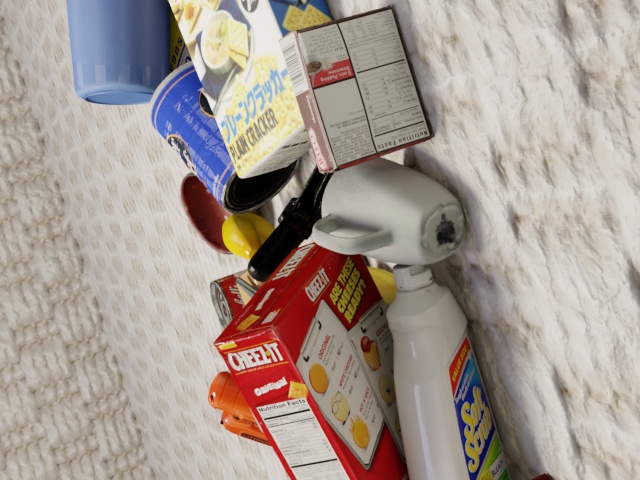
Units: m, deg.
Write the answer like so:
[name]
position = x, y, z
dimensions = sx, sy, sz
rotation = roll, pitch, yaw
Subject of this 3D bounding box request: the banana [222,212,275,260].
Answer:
[banana]
position = -0.074, -0.006, 1.161
dimensions = 0.197, 0.070, 0.037
rotation = -9, -58, -80

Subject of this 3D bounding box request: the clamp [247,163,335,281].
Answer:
[clamp]
position = -0.014, -0.031, 1.040
dimensions = 0.036, 0.164, 0.210
rotation = 34, 178, 1

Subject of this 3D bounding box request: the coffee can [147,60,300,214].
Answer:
[coffee can]
position = -0.103, -0.112, 1.138
dimensions = 0.140, 0.102, 0.103
rotation = 48, 153, 24

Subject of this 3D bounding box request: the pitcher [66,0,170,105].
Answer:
[pitcher]
position = -0.235, -0.283, 1.243
dimensions = 0.145, 0.149, 0.243
rotation = -3, 88, 30

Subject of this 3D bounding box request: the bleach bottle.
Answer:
[bleach bottle]
position = 0.099, 0.140, 0.876
dimensions = 0.068, 0.102, 0.251
rotation = -9, 101, 35

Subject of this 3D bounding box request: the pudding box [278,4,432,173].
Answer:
[pudding box]
position = 0.028, -0.118, 0.838
dimensions = 0.039, 0.090, 0.113
rotation = -4, 104, 69

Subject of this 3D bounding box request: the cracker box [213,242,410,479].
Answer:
[cracker box]
position = 0.015, 0.126, 0.900
dimensions = 0.072, 0.164, 0.213
rotation = -18, 108, 31

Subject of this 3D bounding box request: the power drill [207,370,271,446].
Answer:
[power drill]
position = -0.049, 0.216, 1.299
dimensions = 0.188, 0.184, 0.057
rotation = 115, 177, -72

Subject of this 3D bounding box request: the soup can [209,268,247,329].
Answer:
[soup can]
position = -0.071, 0.063, 1.254
dimensions = 0.069, 0.102, 0.068
rotation = 54, 154, 40
